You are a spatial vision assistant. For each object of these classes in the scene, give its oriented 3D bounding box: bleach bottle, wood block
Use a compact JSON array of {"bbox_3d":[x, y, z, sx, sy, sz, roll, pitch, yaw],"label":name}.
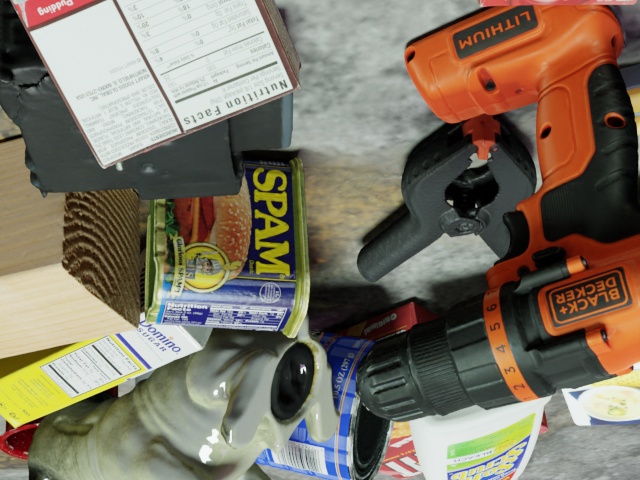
[{"bbox_3d":[0.124,0.153,0.816,0.102,0.068,0.251,-20,148,0],"label":"bleach bottle"},{"bbox_3d":[-0.215,0.016,0.608,0.206,0.091,0.090,-13,151,13],"label":"wood block"}]

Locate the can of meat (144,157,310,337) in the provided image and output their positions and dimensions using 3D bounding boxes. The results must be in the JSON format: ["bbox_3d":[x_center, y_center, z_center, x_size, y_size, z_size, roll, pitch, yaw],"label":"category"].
[{"bbox_3d":[-0.054,0.001,0.599,0.083,0.102,0.057,4,150,-13],"label":"can of meat"}]

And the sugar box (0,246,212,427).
[{"bbox_3d":[-0.136,0.053,0.688,0.177,0.093,0.048,-28,115,32],"label":"sugar box"}]

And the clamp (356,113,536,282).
[{"bbox_3d":[0.096,-0.019,0.654,0.120,0.039,0.172,-1,152,-12],"label":"clamp"}]

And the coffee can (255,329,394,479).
[{"bbox_3d":[-0.026,0.111,0.763,0.140,0.102,0.102,8,157,20],"label":"coffee can"}]

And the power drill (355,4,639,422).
[{"bbox_3d":[0.091,-0.017,0.499,0.185,0.187,0.057,-20,151,21],"label":"power drill"}]

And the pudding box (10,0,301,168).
[{"bbox_3d":[-0.069,-0.095,0.415,0.090,0.039,0.113,-21,118,8],"label":"pudding box"}]
